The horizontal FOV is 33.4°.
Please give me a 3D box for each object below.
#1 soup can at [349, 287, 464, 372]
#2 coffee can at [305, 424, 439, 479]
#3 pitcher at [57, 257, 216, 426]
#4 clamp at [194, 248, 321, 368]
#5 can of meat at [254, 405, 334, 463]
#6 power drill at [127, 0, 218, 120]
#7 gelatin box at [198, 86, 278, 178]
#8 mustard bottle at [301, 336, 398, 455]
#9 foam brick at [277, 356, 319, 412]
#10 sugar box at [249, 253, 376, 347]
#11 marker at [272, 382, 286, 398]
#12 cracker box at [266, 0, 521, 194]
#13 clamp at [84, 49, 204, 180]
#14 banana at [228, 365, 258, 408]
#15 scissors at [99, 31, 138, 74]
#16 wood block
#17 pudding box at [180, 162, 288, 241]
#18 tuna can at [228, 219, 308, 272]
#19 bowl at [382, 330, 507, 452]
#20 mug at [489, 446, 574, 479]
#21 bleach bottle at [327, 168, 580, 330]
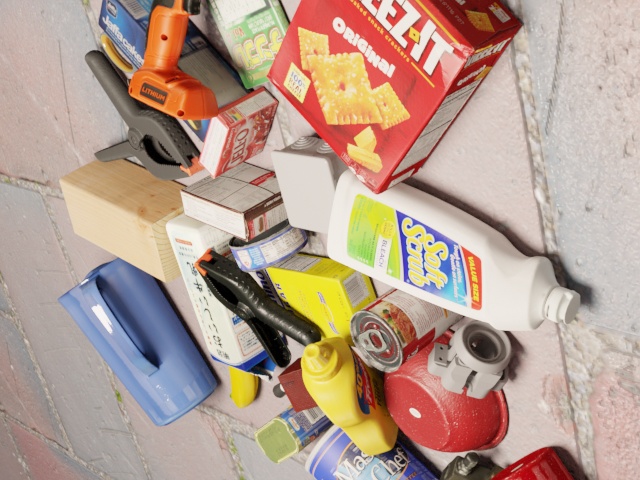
[{"bbox_3d":[0.088,0.076,1.056,0.069,0.102,0.068,32,139,33],"label":"soup can"},{"bbox_3d":[0.066,0.279,1.247,0.140,0.102,0.103,42,143,22],"label":"coffee can"},{"bbox_3d":[-0.257,0.142,1.522,0.145,0.149,0.243,-31,94,45],"label":"pitcher"},{"bbox_3d":[-0.079,0.082,1.248,0.171,0.039,0.120,42,145,7],"label":"clamp"},{"bbox_3d":[-0.027,0.232,1.344,0.057,0.083,0.102,54,146,6],"label":"can of meat"},{"bbox_3d":[-0.128,-0.220,1.067,0.185,0.057,0.188,28,116,42],"label":"power drill"},{"bbox_3d":[-0.089,-0.115,1.154,0.030,0.073,0.089,46,144,16],"label":"gelatin box"},{"bbox_3d":[0.027,0.157,1.147,0.191,0.058,0.096,51,-155,-52],"label":"mustard bottle"},{"bbox_3d":[-0.001,0.164,1.270,0.078,0.051,0.053,-21,99,39],"label":"foam brick"},{"bbox_3d":[-0.009,0.065,1.221,0.177,0.048,0.093,4,122,49],"label":"sugar box"},{"bbox_3d":[-0.033,0.178,1.367,0.020,0.020,0.121,54,146,6],"label":"marker"},{"bbox_3d":[0.053,-0.164,0.935,0.164,0.072,0.214,49,145,12],"label":"cracker box"},{"bbox_3d":[-0.226,-0.142,1.341,0.210,0.036,0.164,26,135,35],"label":"clamp"},{"bbox_3d":[-0.115,0.163,1.444,0.070,0.037,0.198,29,137,35],"label":"banana"},{"bbox_3d":[-0.197,-0.208,1.271,0.202,0.016,0.096,38,142,26],"label":"scissors"},{"bbox_3d":[-0.240,-0.034,1.399,0.206,0.090,0.091,23,134,40],"label":"wood block"},{"bbox_3d":[-0.088,-0.046,1.194,0.114,0.089,0.039,20,130,43],"label":"pudding box"},{"bbox_3d":[-0.058,0.001,1.198,0.086,0.086,0.034,-2,117,53],"label":"tuna can"},{"bbox_3d":[0.119,0.168,1.134,0.162,0.055,0.162,33,139,33],"label":"bowl"},{"bbox_3d":[0.208,0.264,1.061,0.117,0.093,0.081,-40,78,39],"label":"mug"},{"bbox_3d":[0.124,0.012,0.992,0.251,0.067,0.103,22,111,34],"label":"bleach bottle"}]
